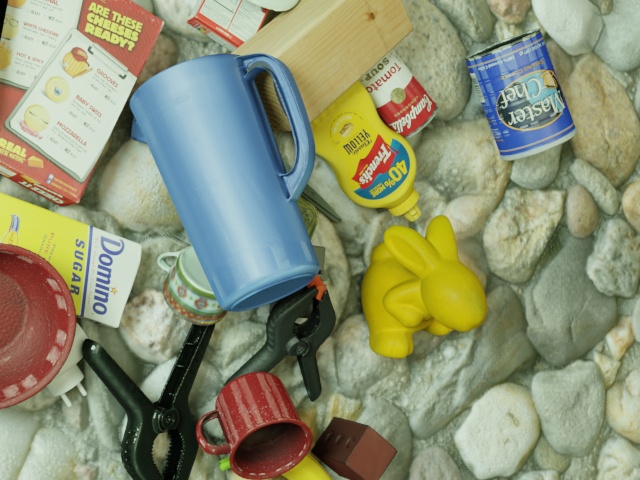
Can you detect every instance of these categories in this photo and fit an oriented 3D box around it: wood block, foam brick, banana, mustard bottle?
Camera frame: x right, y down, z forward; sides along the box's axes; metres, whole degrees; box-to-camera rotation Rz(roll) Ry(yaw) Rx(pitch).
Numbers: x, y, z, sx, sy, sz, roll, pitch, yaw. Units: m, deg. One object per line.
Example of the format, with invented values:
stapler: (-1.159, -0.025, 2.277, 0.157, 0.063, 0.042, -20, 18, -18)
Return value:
wood block: (-0.001, -0.217, 1.198, 0.205, 0.090, 0.091, -44, 122, -29)
foam brick: (0.038, 0.243, 1.230, 0.051, 0.078, 0.053, 45, 68, -23)
banana: (-0.026, 0.278, 1.219, 0.197, 0.037, 0.069, 40, 91, -21)
mustard bottle: (0.057, -0.096, 1.260, 0.096, 0.058, 0.191, -41, 111, 0)

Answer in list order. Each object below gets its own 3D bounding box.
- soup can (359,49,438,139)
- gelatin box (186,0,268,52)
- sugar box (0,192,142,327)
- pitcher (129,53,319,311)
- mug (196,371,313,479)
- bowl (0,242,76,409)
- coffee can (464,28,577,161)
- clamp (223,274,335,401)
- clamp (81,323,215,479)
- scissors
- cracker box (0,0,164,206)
soup can: (0.084, -0.179, 1.279, 0.102, 0.069, 0.068, 49, 66, -19)
gelatin box: (-0.098, -0.264, 1.198, 0.073, 0.030, 0.089, 30, 73, -24)
sugar box: (-0.274, 0.019, 1.075, 0.176, 0.048, 0.093, 21, 79, -26)
pitcher: (-0.083, -0.061, 1.076, 0.144, 0.149, 0.243, -17, 77, -25)
mug: (-0.076, 0.199, 1.145, 0.117, 0.081, 0.093, -11, 131, -17)
bowl: (-0.315, 0.076, 1.002, 0.161, 0.055, 0.162, -6, 105, -25)
coffee can: (0.255, -0.185, 1.358, 0.102, 0.103, 0.140, -28, 102, -28)
clamp: (-0.023, 0.116, 1.186, 0.120, 0.039, 0.172, 12, 120, -39)
clamp: (-0.164, 0.178, 1.130, 0.164, 0.036, 0.210, -21, 108, -42)
scissors: (-0.061, -0.075, 1.221, 0.096, 0.016, 0.201, -41, 108, -23)
cracker box: (-0.277, -0.164, 1.066, 0.164, 0.072, 0.213, 29, 73, -26)
